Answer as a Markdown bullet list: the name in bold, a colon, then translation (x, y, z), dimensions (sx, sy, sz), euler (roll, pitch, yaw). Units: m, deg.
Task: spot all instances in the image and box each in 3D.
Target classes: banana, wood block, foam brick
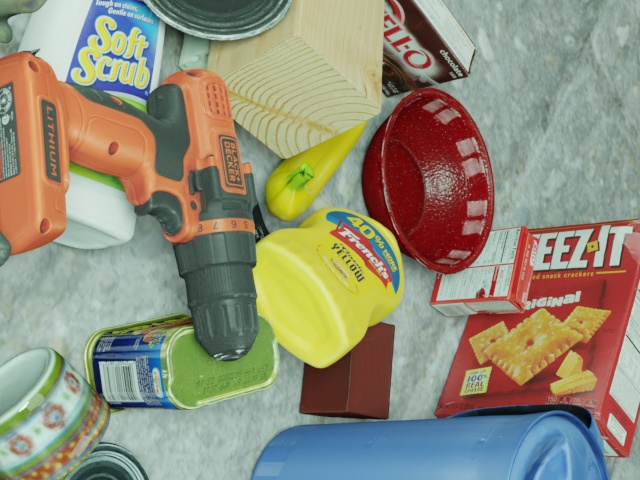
- **banana**: translation (-0.004, -0.057, 0.819), dimensions (0.037, 0.070, 0.197), euler (52, 24, -10)
- **wood block**: translation (-0.014, -0.175, 0.776), dimensions (0.090, 0.090, 0.206), euler (37, 43, -37)
- **foam brick**: translation (0.022, 0.101, 0.843), dimensions (0.051, 0.053, 0.078), euler (19, 71, -44)

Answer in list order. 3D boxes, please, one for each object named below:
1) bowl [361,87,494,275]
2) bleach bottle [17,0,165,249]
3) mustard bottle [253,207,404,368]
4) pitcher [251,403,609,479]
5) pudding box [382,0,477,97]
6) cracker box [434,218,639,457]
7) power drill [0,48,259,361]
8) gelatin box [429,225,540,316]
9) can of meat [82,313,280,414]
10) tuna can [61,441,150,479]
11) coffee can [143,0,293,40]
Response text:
- **bowl**: translation (0.085, -0.049, 0.930), dimensions (0.161, 0.055, 0.162), euler (8, 79, -46)
- **bleach bottle**: translation (-0.149, -0.127, 0.686), dimensions (0.102, 0.068, 0.251), euler (25, 65, -45)
- **mustard bottle**: translation (0.016, 0.023, 0.795), dimensions (0.096, 0.058, 0.191), euler (50, 25, 5)
- **pitcher**: translation (0.074, 0.179, 0.747), dimensions (0.149, 0.243, 0.145), euler (18, 71, -44)
- **pudding box**: translation (0.066, -0.177, 0.901), dimensions (0.113, 0.090, 0.039), euler (42, 56, -36)
- **cracker box**: translation (0.215, 0.085, 0.972), dimensions (0.072, 0.164, 0.213), euler (47, 53, -35)
- **power drill**: translation (-0.108, -0.022, 0.607), dimensions (0.187, 0.057, 0.184), euler (9, 67, -55)
- **gelatin box**: translation (0.149, 0.029, 0.962), dimensions (0.030, 0.089, 0.073), euler (37, 59, -38)
- **can of meat**: translation (-0.090, 0.079, 0.703), dimensions (0.101, 0.084, 0.057), euler (-9, 91, -47)
- **tuna can**: translation (-0.146, 0.168, 0.667), dimensions (0.085, 0.034, 0.086), euler (8, 79, -46)
- **coffee can**: translation (-0.060, -0.215, 0.692), dimensions (0.102, 0.103, 0.140), euler (39, 42, -37)
